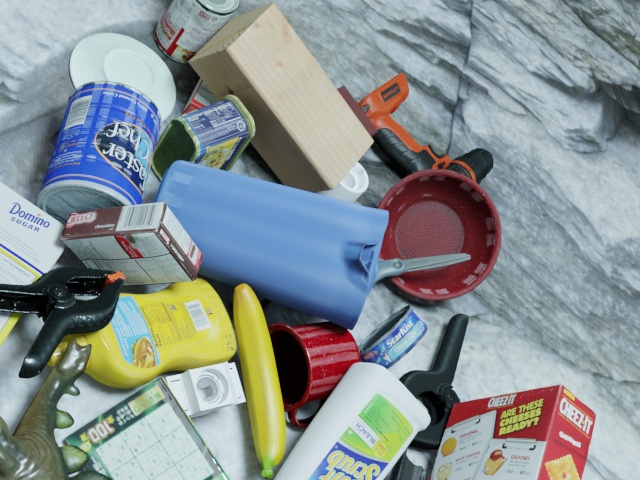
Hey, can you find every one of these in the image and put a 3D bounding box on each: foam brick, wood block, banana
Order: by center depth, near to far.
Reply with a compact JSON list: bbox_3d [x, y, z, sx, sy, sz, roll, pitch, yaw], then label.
[{"bbox_3d":[-0.060,0.145,1.096,0.037,0.070,0.198,-9,76,-8],"label":"banana"},{"bbox_3d":[-0.044,-0.161,1.248,0.090,0.091,0.206,-50,115,-27],"label":"wood block"},{"bbox_3d":[0.024,-0.148,1.366,0.051,0.053,0.078,-30,83,-43],"label":"foam brick"}]

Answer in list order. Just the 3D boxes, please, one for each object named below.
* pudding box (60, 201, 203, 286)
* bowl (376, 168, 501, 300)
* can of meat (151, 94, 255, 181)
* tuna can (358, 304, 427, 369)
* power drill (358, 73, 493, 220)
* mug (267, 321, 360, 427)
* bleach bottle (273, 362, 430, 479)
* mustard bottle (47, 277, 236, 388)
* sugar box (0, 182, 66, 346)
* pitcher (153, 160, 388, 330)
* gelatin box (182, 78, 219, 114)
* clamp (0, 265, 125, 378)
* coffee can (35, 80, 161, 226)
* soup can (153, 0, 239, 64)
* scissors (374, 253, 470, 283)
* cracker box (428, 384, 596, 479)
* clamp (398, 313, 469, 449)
[{"bbox_3d":[-0.187,0.006,1.061,0.090,0.114,0.039,59,35,-48],"label":"pudding box"},{"bbox_3d":[0.141,-0.007,1.329,0.162,0.055,0.162,0,89,-4],"label":"bowl"},{"bbox_3d":[-0.134,-0.108,1.197,0.083,0.102,0.057,-27,76,-40],"label":"can of meat"},{"bbox_3d":[0.081,0.114,1.222,0.034,0.086,0.086,49,47,-3],"label":"tuna can"},{"bbox_3d":[0.136,-0.130,1.431,0.187,0.057,0.184,51,47,2],"label":"power drill"},{"bbox_3d":[-0.011,0.143,1.146,0.081,0.093,0.117,-5,97,-42],"label":"mug"},{"bbox_3d":[0.006,0.246,1.066,0.102,0.068,0.250,49,62,-22],"label":"bleach bottle"},{"bbox_3d":[-0.183,0.097,1.064,0.191,0.058,0.096,-10,66,-39],"label":"mustard bottle"},{"bbox_3d":[-0.318,0.035,1.017,0.093,0.048,0.176,36,45,-13],"label":"sugar box"},{"bbox_3d":[-0.057,0.001,1.143,0.243,0.149,0.145,17,35,-1],"label":"pitcher"},{"bbox_3d":[-0.118,-0.170,1.295,0.073,0.030,0.089,31,51,-15],"label":"gelatin box"},{"bbox_3d":[-0.255,0.057,0.985,0.120,0.039,0.171,40,30,11],"label":"clamp"},{"bbox_3d":[-0.228,-0.080,1.111,0.102,0.103,0.140,23,52,-22],"label":"coffee can"},{"bbox_3d":[-0.150,-0.269,1.284,0.068,0.102,0.068,17,54,-26],"label":"soup can"},{"bbox_3d":[0.075,0.019,1.283,0.201,0.016,0.096,-22,65,-22],"label":"scissors"},{"bbox_3d":[0.190,0.269,1.127,0.072,0.164,0.213,39,55,-23],"label":"cracker box"},{"bbox_3d":[0.151,0.195,1.255,0.209,0.036,0.164,-29,85,-43],"label":"clamp"}]
